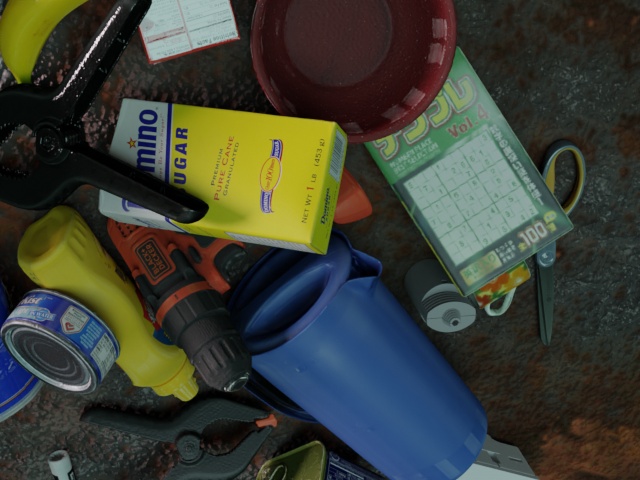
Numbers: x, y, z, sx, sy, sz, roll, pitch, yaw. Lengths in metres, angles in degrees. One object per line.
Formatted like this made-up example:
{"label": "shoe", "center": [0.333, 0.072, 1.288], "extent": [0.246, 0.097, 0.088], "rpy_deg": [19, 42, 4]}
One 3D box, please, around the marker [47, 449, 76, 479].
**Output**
{"label": "marker", "center": [-0.225, 0.245, 0.977], "extent": [0.020, 0.020, 0.121], "rpy_deg": [-13, 116, -7]}

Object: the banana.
{"label": "banana", "center": [-0.170, -0.177, 0.765], "extent": [0.198, 0.037, 0.069], "rpy_deg": [-31, 134, 26]}

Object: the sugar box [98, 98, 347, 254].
{"label": "sugar box", "center": [-0.074, -0.050, 0.794], "extent": [0.176, 0.048, 0.093], "rpy_deg": [8, 80, 17]}

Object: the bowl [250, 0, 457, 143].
{"label": "bowl", "center": [0.021, -0.158, 0.819], "extent": [0.162, 0.055, 0.162], "rpy_deg": [-4, 108, -13]}

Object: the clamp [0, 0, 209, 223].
{"label": "clamp", "center": [-0.182, -0.066, 0.781], "extent": [0.210, 0.036, 0.164], "rpy_deg": [-20, 92, 24]}

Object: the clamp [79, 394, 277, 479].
{"label": "clamp", "center": [-0.126, 0.177, 0.949], "extent": [0.171, 0.039, 0.120], "rpy_deg": [-26, 93, -14]}

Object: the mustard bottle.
{"label": "mustard bottle", "center": [-0.162, 0.062, 0.863], "extent": [0.058, 0.096, 0.191], "rpy_deg": [-38, 117, -2]}

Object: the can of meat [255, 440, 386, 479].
{"label": "can of meat", "center": [0.000, 0.235, 0.985], "extent": [0.083, 0.057, 0.102], "rpy_deg": [31, 138, -27]}

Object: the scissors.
{"label": "scissors", "center": [0.185, 0.005, 0.960], "extent": [0.096, 0.016, 0.202], "rpy_deg": [4, 113, -13]}

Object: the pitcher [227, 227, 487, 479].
{"label": "pitcher", "center": [0.030, 0.115, 0.923], "extent": [0.145, 0.149, 0.242], "rpy_deg": [-49, 120, -10]}

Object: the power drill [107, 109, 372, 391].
{"label": "power drill", "center": [-0.055, 0.001, 0.829], "extent": [0.187, 0.184, 0.057], "rpy_deg": [-36, 156, -2]}

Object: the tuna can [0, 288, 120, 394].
{"label": "tuna can", "center": [-0.196, 0.077, 0.804], "extent": [0.086, 0.033, 0.086], "rpy_deg": [18, 142, 15]}

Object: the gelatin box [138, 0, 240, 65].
{"label": "gelatin box", "center": [-0.107, -0.184, 0.800], "extent": [0.073, 0.030, 0.089], "rpy_deg": [-18, 116, -6]}
